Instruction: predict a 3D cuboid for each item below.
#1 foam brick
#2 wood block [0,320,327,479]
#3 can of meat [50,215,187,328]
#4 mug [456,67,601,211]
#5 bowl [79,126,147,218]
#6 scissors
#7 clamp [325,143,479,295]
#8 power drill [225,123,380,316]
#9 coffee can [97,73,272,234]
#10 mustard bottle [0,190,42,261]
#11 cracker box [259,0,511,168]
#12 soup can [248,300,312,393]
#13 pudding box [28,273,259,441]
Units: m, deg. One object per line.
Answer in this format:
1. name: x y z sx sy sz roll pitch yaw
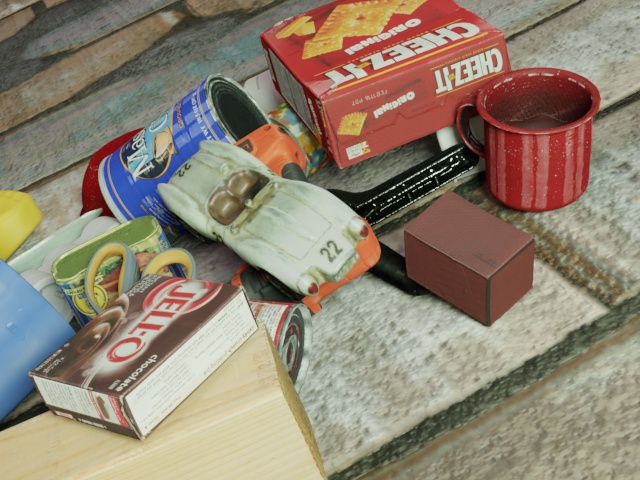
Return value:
1. foam brick: 0.104 0.012 0.752 0.053 0.051 0.078 -38 52 -26
2. wood block: -0.108 0.144 0.665 0.206 0.091 0.090 -23 27 0
3. can of meat: -0.163 0.038 0.893 0.102 0.084 0.057 -28 28 -9
4. mug: 0.159 -0.080 0.838 0.117 0.081 0.093 18 46 29
5. bowl: -0.195 -0.077 1.143 0.162 0.055 0.162 -18 28 10
6. scissors: -0.129 0.076 0.784 0.096 0.016 0.202 -14 51 -3
7. clamp: 0.023 -0.005 0.879 0.210 0.036 0.164 -12 37 26
8. power drill: -0.056 0.001 0.862 0.184 0.057 0.188 -31 43 6
9. coffee can: -0.121 -0.073 0.989 0.140 0.102 0.102 -34 23 23
10. mustard bottle: -0.370 0.023 1.097 0.096 0.058 0.191 -10 31 25
11. cracker box: 0.051 -0.159 0.947 0.164 0.072 0.214 -22 30 -6
12. soup can: -0.064 0.072 0.752 0.102 0.068 0.068 6 37 17
13. pudding box: -0.107 0.067 0.656 0.090 0.039 0.113 4 38 41
